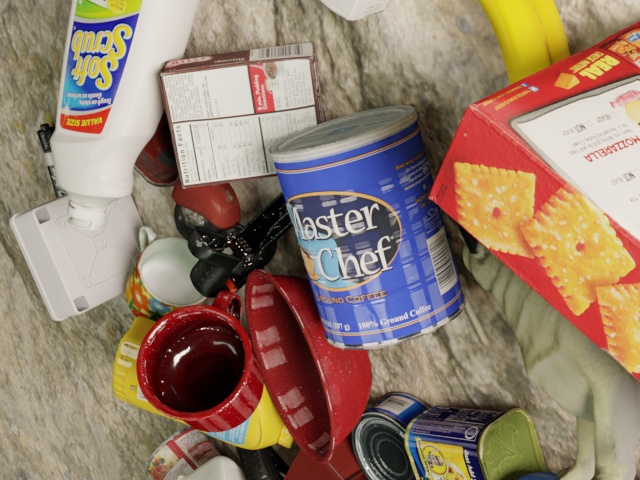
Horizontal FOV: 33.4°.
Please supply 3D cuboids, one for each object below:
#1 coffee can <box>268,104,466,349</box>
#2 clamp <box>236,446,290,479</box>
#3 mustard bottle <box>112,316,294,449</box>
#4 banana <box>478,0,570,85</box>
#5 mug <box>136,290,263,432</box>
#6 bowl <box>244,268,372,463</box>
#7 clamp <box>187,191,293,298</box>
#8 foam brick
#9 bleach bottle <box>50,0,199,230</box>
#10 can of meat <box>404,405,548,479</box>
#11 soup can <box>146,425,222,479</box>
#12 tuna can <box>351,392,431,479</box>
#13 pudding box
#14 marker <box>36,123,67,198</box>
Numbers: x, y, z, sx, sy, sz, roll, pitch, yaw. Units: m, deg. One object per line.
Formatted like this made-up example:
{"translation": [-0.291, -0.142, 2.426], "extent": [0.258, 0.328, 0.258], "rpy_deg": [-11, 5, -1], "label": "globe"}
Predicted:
{"translation": [0.033, -0.010, 0.729], "extent": [0.103, 0.102, 0.140], "rpy_deg": [0, 112, 49], "label": "coffee can"}
{"translation": [-0.010, 0.261, 0.958], "extent": [0.210, 0.036, 0.164], "rpy_deg": [53, -175, 37], "label": "clamp"}
{"translation": [-0.089, 0.139, 0.954], "extent": [0.191, 0.058, 0.096], "rpy_deg": [21, 134, 7], "label": "mustard bottle"}
{"translation": [0.123, -0.093, 0.637], "extent": [0.070, 0.037, 0.198], "rpy_deg": [7, 117, 64], "label": "banana"}
{"translation": [-0.089, 0.097, 0.868], "extent": [0.093, 0.117, 0.081], "rpy_deg": [11, 160, 14], "label": "mug"}
{"translation": [-0.004, 0.092, 0.848], "extent": [0.162, 0.055, 0.162], "rpy_deg": [53, 152, 42], "label": "bowl"}
{"translation": [-0.056, 0.001, 0.859], "extent": [0.039, 0.120, 0.172], "rpy_deg": [63, 164, 11], "label": "clamp"}
{"translation": [0.011, 0.195, 0.916], "extent": [0.051, 0.052, 0.078], "rpy_deg": [46, 138, 20], "label": "foam brick"}
{"translation": [-0.151, -0.125, 0.812], "extent": [0.103, 0.067, 0.251], "rpy_deg": [25, 110, 29], "label": "bleach bottle"}
{"translation": [0.116, 0.172, 0.781], "extent": [0.084, 0.057, 0.102], "rpy_deg": [-5, 106, 52], "label": "can of meat"}
{"translation": [-0.119, 0.246, 1.080], "extent": [0.102, 0.068, 0.069], "rpy_deg": [44, 138, 21], "label": "soup can"}
{"translation": [0.066, 0.167, 0.852], "extent": [0.086, 0.033, 0.086], "rpy_deg": [26, 130, 37], "label": "tuna can"}
{"translation": [-0.054, -0.091, 0.781], "extent": [0.113, 0.039, 0.090], "rpy_deg": [-6, 115, 3], "label": "pudding box"}
{"translation": [-0.270, -0.063, 1.107], "extent": [0.020, 0.020, 0.121], "rpy_deg": [9, 118, 46], "label": "marker"}
